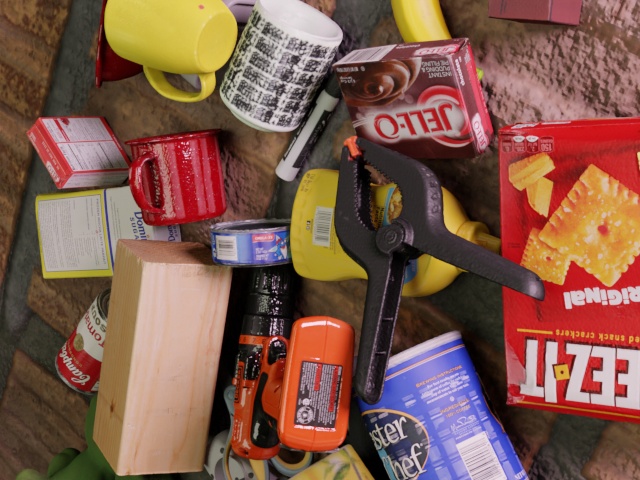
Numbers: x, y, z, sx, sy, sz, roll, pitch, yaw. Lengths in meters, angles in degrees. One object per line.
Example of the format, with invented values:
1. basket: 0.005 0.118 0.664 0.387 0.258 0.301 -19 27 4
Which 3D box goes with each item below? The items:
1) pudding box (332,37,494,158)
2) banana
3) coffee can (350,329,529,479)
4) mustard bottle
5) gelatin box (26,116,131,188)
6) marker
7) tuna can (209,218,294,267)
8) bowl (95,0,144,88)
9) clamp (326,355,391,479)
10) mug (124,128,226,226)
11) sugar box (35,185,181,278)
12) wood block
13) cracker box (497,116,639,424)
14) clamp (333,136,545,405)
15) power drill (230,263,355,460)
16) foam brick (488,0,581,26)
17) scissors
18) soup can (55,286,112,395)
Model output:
1. pudding box: 0.075 -0.111 0.855 0.114 0.039 0.090 4 125 39
2. banana: 0.088 -0.221 0.854 0.070 0.037 0.198 -6 96 13
3. coffee can: 0.095 0.157 0.857 0.103 0.102 0.140 -33 77 36
4. mustard bottle: 0.065 -0.004 0.885 0.192 0.058 0.096 9 94 37
5. gelatin box: -0.246 -0.090 1.094 0.030 0.089 0.073 -45 70 32
6. marker: -0.005 -0.105 0.950 0.020 0.020 0.121 46 121 24
7. tuna can: -0.056 0.001 0.963 0.086 0.085 0.034 3 99 38
8. bowl: -0.174 -0.220 1.011 0.055 0.162 0.162 8 106 -9
9. clamp: 0.028 0.194 0.957 0.120 0.039 0.171 -24 83 54
10. mug: -0.139 -0.058 1.003 0.093 0.117 0.081 -3 100 26
11. sugar box: -0.223 -0.009 1.118 0.177 0.048 0.093 -2 95 34
12. wood block: -0.154 0.110 1.025 0.091 0.090 0.206 30 113 59
13. cracker box: 0.214 0.019 0.765 0.164 0.071 0.214 3 99 38
14. clamp: 0.072 0.001 0.817 0.165 0.036 0.210 -28 60 24
15. power drill: -0.027 0.103 0.914 0.188 0.057 0.184 166 110 -72
16. foam brick: 0.161 -0.200 0.787 0.053 0.051 0.078 13 104 37
17. scissors: -0.063 0.153 1.026 0.096 0.016 0.202 -11 61 1
18. soup can: -0.226 0.105 1.122 0.068 0.068 0.102 52 123 20
